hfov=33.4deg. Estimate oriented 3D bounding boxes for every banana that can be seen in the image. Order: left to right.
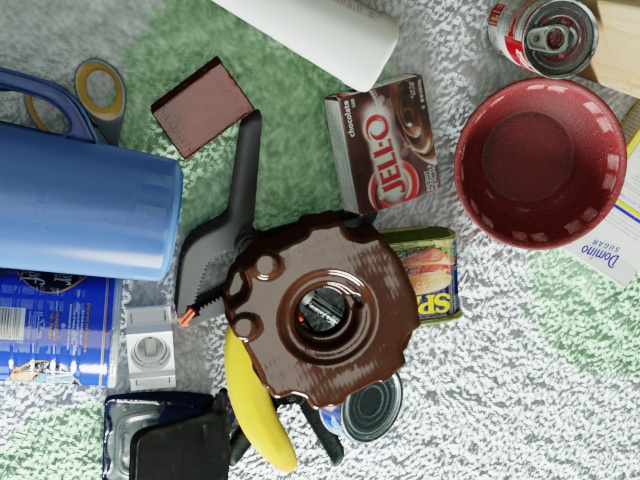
[{"bbox_3d":[-0.056,0.127,1.006,0.069,0.037,0.198,2,103,7],"label":"banana"}]

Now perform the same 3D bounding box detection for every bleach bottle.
[{"bbox_3d":[-0.057,-0.216,0.909,0.250,0.102,0.068,27,107,-10],"label":"bleach bottle"}]

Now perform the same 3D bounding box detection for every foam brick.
[{"bbox_3d":[-0.106,-0.118,0.946,0.078,0.053,0.051,-37,110,2],"label":"foam brick"}]

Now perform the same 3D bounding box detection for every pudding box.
[{"bbox_3d":[0.057,-0.088,0.974,0.089,0.039,0.113,-19,106,-25],"label":"pudding box"}]

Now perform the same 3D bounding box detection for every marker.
[{"bbox_3d":[0.023,0.080,1.048,0.121,0.020,0.020,35,99,-18],"label":"marker"}]

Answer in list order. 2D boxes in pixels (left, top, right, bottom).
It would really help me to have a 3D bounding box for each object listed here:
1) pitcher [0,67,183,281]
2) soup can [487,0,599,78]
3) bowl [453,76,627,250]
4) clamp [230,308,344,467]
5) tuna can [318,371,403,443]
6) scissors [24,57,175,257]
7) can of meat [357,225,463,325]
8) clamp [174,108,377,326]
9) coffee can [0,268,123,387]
[{"bbox_3d":[-0.241,-0.045,0.899,0.242,0.145,0.149,9,143,-11],"label":"pitcher"},{"bbox_3d":[0.195,-0.185,0.949,0.068,0.102,0.068,-3,108,-9],"label":"soup can"},{"bbox_3d":[0.201,-0.075,1.003,0.162,0.055,0.162,0,103,-2],"label":"bowl"},{"bbox_3d":[-0.040,0.152,1.050,0.120,0.039,0.171,-8,105,-12],"label":"clamp"},{"bbox_3d":[0.041,0.154,1.046,0.085,0.034,0.086,-10,106,-38],"label":"tuna can"},{"bbox_3d":[-0.175,-0.081,0.965,0.096,0.016,0.201,-45,109,6],"label":"scissors"},{"bbox_3d":[0.083,0.034,1.024,0.102,0.057,0.084,-6,106,-7],"label":"can of meat"},{"bbox_3d":[-0.057,0.001,1.000,0.164,0.036,0.210,31,103,-24],"label":"clamp"},{"bbox_3d":[-0.251,0.077,0.956,0.140,0.103,0.103,4,106,-11],"label":"coffee can"}]
